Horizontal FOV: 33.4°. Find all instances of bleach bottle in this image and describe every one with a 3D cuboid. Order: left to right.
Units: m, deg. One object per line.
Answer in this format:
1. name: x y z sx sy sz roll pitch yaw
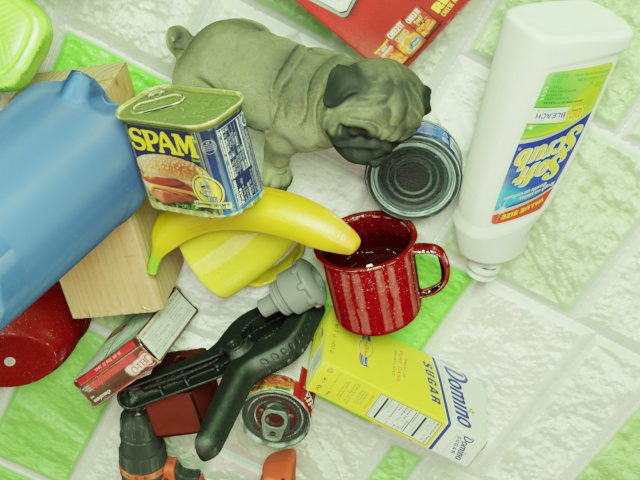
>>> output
1. bleach bottle: 0.172 -0.072 0.893 0.102 0.068 0.251 -10 132 -26

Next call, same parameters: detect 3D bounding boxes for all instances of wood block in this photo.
1. wood block: -0.197 -0.042 0.949 0.091 0.090 0.206 -6 119 12

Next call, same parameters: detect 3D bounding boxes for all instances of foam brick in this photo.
1. foam brick: -0.138 0.150 1.061 0.053 0.078 0.051 -9 118 10

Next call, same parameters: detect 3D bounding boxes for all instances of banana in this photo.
1. banana: -0.064 -0.014 0.886 0.198 0.037 0.069 -6 118 23

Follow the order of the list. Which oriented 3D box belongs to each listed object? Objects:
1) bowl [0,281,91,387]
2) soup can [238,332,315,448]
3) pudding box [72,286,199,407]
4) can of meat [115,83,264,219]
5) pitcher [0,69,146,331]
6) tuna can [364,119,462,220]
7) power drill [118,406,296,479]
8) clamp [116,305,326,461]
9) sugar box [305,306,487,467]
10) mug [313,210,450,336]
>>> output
1. bowl: -0.301 0.094 1.026 0.162 0.055 0.162 -8 142 -6
2. soup can: -0.037 0.141 1.027 0.068 0.102 0.068 3 120 5
3. pudding box: -0.174 0.100 1.015 0.090 0.113 0.039 -34 103 24
4. can of meat: -0.097 -0.067 0.812 0.102 0.057 0.084 11 129 35
5. pitcher: -0.229 -0.010 0.778 0.145 0.242 0.149 -20 109 22
6. tuna can: 0.081 -0.061 0.933 0.086 0.033 0.086 3 120 6
7. power drill: -0.121 0.250 1.130 0.188 0.057 0.184 5 124 8
8. clamp: -0.083 0.111 0.991 0.165 0.209 0.036 10 133 47
9. sugar box: 0.075 0.138 1.017 0.176 0.093 0.048 25 120 -8
10. mug: 0.058 0.030 0.959 0.117 0.093 0.081 -7 124 9
